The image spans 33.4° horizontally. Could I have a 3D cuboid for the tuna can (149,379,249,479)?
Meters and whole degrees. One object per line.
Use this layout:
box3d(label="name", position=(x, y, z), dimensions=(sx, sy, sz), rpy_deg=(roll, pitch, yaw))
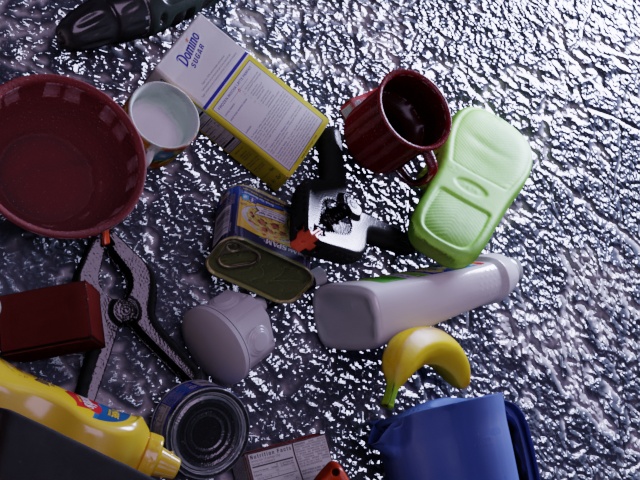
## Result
box3d(label="tuna can", position=(-0.107, 0.169, 0.954), dimensions=(0.086, 0.034, 0.086), rpy_deg=(-2, 94, -31))

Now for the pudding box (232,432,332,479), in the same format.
box3d(label="pudding box", position=(-0.026, 0.243, 0.988), dimensions=(0.089, 0.039, 0.113), rpy_deg=(-8, 74, -31))

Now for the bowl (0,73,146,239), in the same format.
box3d(label="bowl", position=(-0.243, -0.068, 0.967), dimensions=(0.161, 0.055, 0.162), rpy_deg=(11, 64, -25))

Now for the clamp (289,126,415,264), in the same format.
box3d(label="clamp", position=(0.016, -0.037, 1.082), dimensions=(0.164, 0.036, 0.209), rpy_deg=(57, 28, 5))

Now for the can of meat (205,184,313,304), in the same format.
box3d(label="can of meat", position=(-0.057, 0.001, 1.039), dimensions=(0.102, 0.058, 0.084), rpy_deg=(25, 40, -21))

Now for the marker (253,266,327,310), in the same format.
box3d(label="marker", position=(-0.044, 0.055, 1.061), dimensions=(0.120, 0.020, 0.020), rpy_deg=(-24, 84, -35))

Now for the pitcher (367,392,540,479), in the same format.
box3d(label="pitcher", position=(0.146, 0.271, 1.028), dimensions=(0.149, 0.145, 0.243), rpy_deg=(-15, 80, 9))

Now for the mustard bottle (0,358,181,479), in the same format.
box3d(label="mustard bottle", position=(-0.204, 0.150, 0.867), dimensions=(0.191, 0.096, 0.058), rpy_deg=(25, 81, -10))

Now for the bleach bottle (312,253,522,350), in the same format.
box3d(label="bleach bottle", position=(0.117, 0.055, 1.120), dimensions=(0.250, 0.103, 0.068), rpy_deg=(-13, 96, -40))

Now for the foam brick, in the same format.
box3d(label="foam brick", position=(-0.228, 0.070, 0.907), dimensions=(0.078, 0.053, 0.051), rpy_deg=(-11, 76, 0))

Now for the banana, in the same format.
box3d(label="banana", position=(0.102, 0.117, 1.033), dimensions=(0.197, 0.037, 0.069), rpy_deg=(3, 99, -59))

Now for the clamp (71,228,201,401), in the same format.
box3d(label="clamp", position=(-0.187, 0.074, 0.959), dimensions=(0.120, 0.039, 0.171), rpy_deg=(-20, 83, -38))

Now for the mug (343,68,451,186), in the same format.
box3d(label="mug", position=(0.083, -0.111, 1.123), dimensions=(0.093, 0.082, 0.117), rpy_deg=(-28, 86, -37))

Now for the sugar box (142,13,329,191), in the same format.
box3d(label="sugar box", position=(-0.085, -0.141, 1.098), dimensions=(0.176, 0.048, 0.093), rpy_deg=(38, 57, -9))
